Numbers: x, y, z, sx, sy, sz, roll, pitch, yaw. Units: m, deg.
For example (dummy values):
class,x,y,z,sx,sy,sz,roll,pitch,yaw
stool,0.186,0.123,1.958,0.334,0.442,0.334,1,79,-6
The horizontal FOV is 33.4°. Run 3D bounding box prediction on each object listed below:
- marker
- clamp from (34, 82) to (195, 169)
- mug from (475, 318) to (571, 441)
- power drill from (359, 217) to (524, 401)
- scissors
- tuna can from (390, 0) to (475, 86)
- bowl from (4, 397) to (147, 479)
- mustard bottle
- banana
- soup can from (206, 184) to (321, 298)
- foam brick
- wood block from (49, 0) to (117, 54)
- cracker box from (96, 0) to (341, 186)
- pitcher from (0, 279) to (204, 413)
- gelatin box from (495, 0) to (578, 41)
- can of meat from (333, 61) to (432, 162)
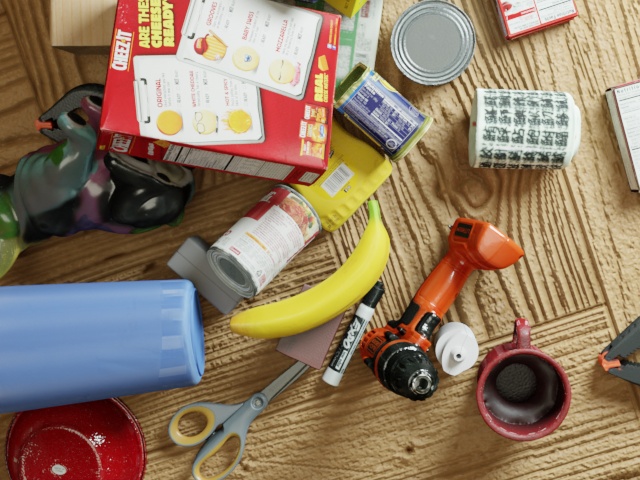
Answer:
class,x,y,z,sx,sy,sz,roll,pitch,yaw
marker,0.036,0.097,1.131,0.020,0.020,0.121,26,97,2
clamp,-0.211,-0.118,1.125,0.171,0.039,0.120,-11,94,8
mug,0.203,0.137,1.088,0.093,0.081,0.117,-1,95,5
power drill,0.117,0.067,1.049,0.057,0.184,0.187,39,88,-12
scissors,-0.087,0.169,1.149,0.096,0.016,0.202,34,92,5
tuna can,0.115,-0.201,1.092,0.086,0.033,0.086,0,95,5
bowl,-0.272,0.238,1.150,0.162,0.055,0.162,0,95,5
mustard bottle,-0.024,-0.106,1.099,0.191,0.058,0.096,44,99,0
banana,0.002,0.047,1.072,0.198,0.037,0.070,-40,67,-1
soup can,-0.057,0.001,1.079,0.068,0.069,0.102,45,65,0
foam brick,-0.008,0.089,1.113,0.053,0.051,0.078,24,88,3
wood block,-0.221,-0.296,1.084,0.090,0.091,0.206,1,95,4
cracker box,-0.095,-0.151,1.015,0.213,0.072,0.164,9,73,-14
pitcher,-0.242,0.106,1.081,0.243,0.149,0.145,-5,109,0
gelatin box,0.212,-0.256,1.082,0.073,0.030,0.089,-18,93,5
can of meat,0.057,-0.130,1.062,0.084,0.102,0.057,40,97,-11
